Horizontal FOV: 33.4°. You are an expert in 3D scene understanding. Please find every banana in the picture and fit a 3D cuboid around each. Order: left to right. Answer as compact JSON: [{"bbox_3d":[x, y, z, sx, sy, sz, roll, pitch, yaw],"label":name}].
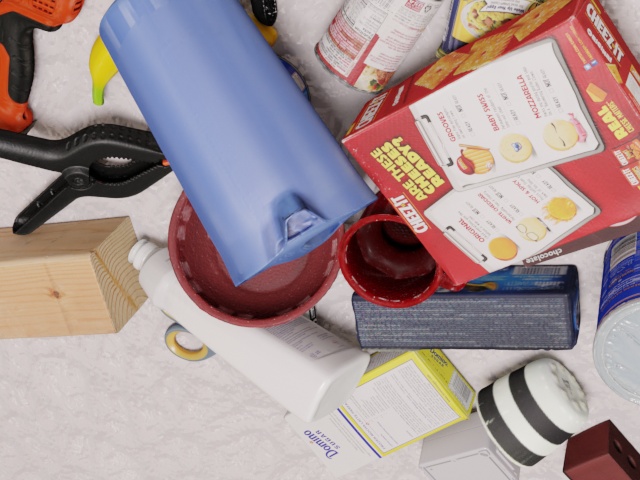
[{"bbox_3d":[-0.135,-0.179,0.949,0.198,0.037,0.069,-13,127,25],"label":"banana"}]

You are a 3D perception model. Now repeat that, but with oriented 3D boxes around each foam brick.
[{"bbox_3d":[0.278,0.222,1.026,0.051,0.053,0.078,-35,104,31],"label":"foam brick"}]

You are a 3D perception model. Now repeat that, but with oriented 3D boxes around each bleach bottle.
[{"bbox_3d":[-0.080,0.074,1.031,0.251,0.102,0.068,34,111,20],"label":"bleach bottle"}]

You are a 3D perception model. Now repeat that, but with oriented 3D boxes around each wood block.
[{"bbox_3d":[-0.291,0.041,1.093,0.206,0.090,0.091,-4,116,21],"label":"wood block"}]

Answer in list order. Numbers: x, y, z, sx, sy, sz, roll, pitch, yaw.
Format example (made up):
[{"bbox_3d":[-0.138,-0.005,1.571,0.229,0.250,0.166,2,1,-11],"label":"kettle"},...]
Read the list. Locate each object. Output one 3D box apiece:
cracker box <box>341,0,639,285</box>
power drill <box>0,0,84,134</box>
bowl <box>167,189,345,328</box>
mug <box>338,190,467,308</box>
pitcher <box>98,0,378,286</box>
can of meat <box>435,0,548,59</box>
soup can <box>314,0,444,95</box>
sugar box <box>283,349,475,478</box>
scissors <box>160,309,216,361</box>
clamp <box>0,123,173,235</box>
[{"bbox_3d":[0.151,-0.075,0.825,0.214,0.072,0.164,-25,113,38],"label":"cracker box"},{"bbox_3d":[-0.320,-0.193,0.988,0.184,0.057,0.188,25,123,4],"label":"power drill"},{"bbox_3d":[-0.056,0.001,0.985,0.162,0.055,0.162,-1,83,4],"label":"bowl"},{"bbox_3d":[0.081,0.006,0.951,0.117,0.081,0.093,26,123,3],"label":"mug"},{"bbox_3d":[-0.072,-0.094,0.861,0.149,0.144,0.243,-33,88,44],"label":"pitcher"},{"bbox_3d":[0.150,-0.177,0.839,0.102,0.057,0.084,16,121,10],"label":"can of meat"},{"bbox_3d":[0.049,-0.178,0.866,0.068,0.068,0.102,34,123,-3],"label":"soup can"},{"bbox_3d":[0.058,0.167,1.073,0.177,0.048,0.093,-31,105,34],"label":"sugar box"},{"bbox_3d":[-0.084,0.114,1.098,0.202,0.016,0.096,29,128,8],"label":"scissors"},{"bbox_3d":[-0.236,-0.074,1.006,0.210,0.036,0.164,-12,145,13],"label":"clamp"}]
